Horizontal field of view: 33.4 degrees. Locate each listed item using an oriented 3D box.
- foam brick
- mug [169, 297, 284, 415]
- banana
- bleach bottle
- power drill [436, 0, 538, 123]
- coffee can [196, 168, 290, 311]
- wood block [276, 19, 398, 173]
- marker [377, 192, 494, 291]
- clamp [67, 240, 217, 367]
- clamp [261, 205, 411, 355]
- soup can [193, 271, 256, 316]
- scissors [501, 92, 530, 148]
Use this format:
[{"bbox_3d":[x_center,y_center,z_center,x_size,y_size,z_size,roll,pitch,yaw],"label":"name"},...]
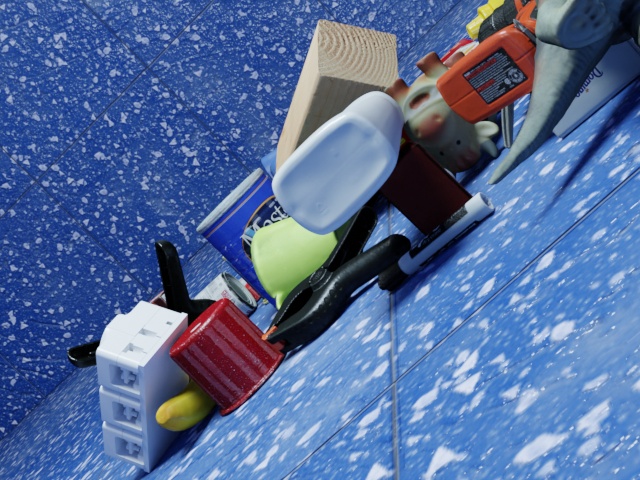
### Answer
[{"bbox_3d":[0.089,-0.041,0.922,0.051,0.078,0.053,-47,7,1],"label":"foam brick"},{"bbox_3d":[-0.095,0.110,1.065,0.093,0.081,0.117,-44,7,2],"label":"mug"},{"bbox_3d":[-0.126,0.145,1.115,0.037,0.069,0.197,-12,28,21],"label":"banana"},{"bbox_3d":[0.026,-0.081,0.942,0.103,0.068,0.250,-43,5,14],"label":"bleach bottle"},{"bbox_3d":[0.177,-0.185,0.951,0.185,0.057,0.187,-34,14,52],"label":"power drill"},{"bbox_3d":[-0.058,0.002,1.231,0.103,0.140,0.103,-43,7,7],"label":"coffee can"},{"bbox_3d":[0.015,-0.138,1.216,0.206,0.090,0.090,113,163,-49],"label":"wood block"},{"bbox_3d":[0.092,0.004,0.882,0.121,0.020,0.020,-41,8,26],"label":"marker"},{"bbox_3d":[-0.156,0.087,1.172,0.209,0.036,0.165,22,-72,-49],"label":"clamp"},{"bbox_3d":[0.016,0.042,1.011,0.171,0.039,0.120,-52,16,-5],"label":"clamp"},{"bbox_3d":[-0.144,0.099,1.439,0.102,0.068,0.068,-43,7,7],"label":"soup can"},{"bbox_3d":[0.199,-0.145,1.073,0.016,0.096,0.202,-32,44,31],"label":"scissors"}]
